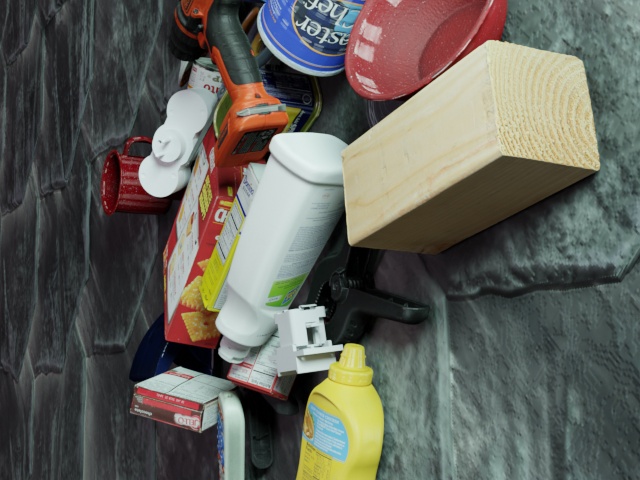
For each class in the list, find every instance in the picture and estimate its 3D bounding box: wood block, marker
[{"bbox_3d":[0.108,-0.064,0.828,0.206,0.090,0.090,-33,57,57],"label":"wood block"},{"bbox_3d":[-0.056,-0.182,1.220,0.020,0.020,0.121,10,95,62],"label":"marker"}]

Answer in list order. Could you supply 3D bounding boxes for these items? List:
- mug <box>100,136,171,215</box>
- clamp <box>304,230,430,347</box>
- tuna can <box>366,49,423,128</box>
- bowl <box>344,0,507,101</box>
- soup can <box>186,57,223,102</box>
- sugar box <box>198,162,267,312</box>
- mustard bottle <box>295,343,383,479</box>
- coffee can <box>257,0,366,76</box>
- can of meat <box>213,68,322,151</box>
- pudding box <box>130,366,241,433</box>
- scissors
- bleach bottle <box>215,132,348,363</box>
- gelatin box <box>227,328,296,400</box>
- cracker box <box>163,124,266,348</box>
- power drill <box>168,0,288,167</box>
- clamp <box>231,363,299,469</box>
[{"bbox_3d":[-0.257,-0.090,1.514,0.093,0.081,0.117,31,114,59],"label":"mug"},{"bbox_3d":[0.034,0.049,1.003,0.210,0.036,0.164,-58,38,44],"label":"clamp"},{"bbox_3d":[0.076,-0.128,0.954,0.086,0.033,0.086,-14,74,60],"label":"tuna can"},{"bbox_3d":[0.096,-0.171,0.867,0.162,0.055,0.162,-30,44,34],"label":"bowl"},{"bbox_3d":[-0.133,-0.166,1.310,0.069,0.068,0.102,43,123,55],"label":"soup can"},{"bbox_3d":[-0.057,0.001,1.122,0.176,0.093,0.048,-65,35,32],"label":"sugar box"},{"bbox_3d":[0.018,0.191,0.992,0.096,0.058,0.192,19,103,59],"label":"mustard bottle"},{"bbox_3d":[0.013,-0.240,1.012,0.140,0.102,0.103,-52,43,45],"label":"coffee can"},{"bbox_3d":[-0.059,-0.140,1.152,0.102,0.083,0.057,-51,44,47],"label":"can of meat"},{"bbox_3d":[-0.151,0.181,1.220,0.090,0.113,0.039,13,100,18],"label":"pudding box"},{"bbox_3d":[-0.093,-0.174,1.198,0.096,0.016,0.201,5,72,53],"label":"scissors"},{"bbox_3d":[-0.047,0.017,1.041,0.068,0.102,0.251,41,118,28],"label":"bleach bottle"},{"bbox_3d":[-0.051,0.116,1.115,0.073,0.030,0.089,9,74,46],"label":"gelatin box"},{"bbox_3d":[-0.123,-0.007,1.243,0.164,0.072,0.214,-101,29,-51],"label":"cracker box"},{"bbox_3d":[-0.099,-0.172,1.063,0.185,0.057,0.188,-46,60,63],"label":"power drill"},{"bbox_3d":[-0.065,0.151,1.173,0.120,0.039,0.171,-51,48,46],"label":"clamp"}]
